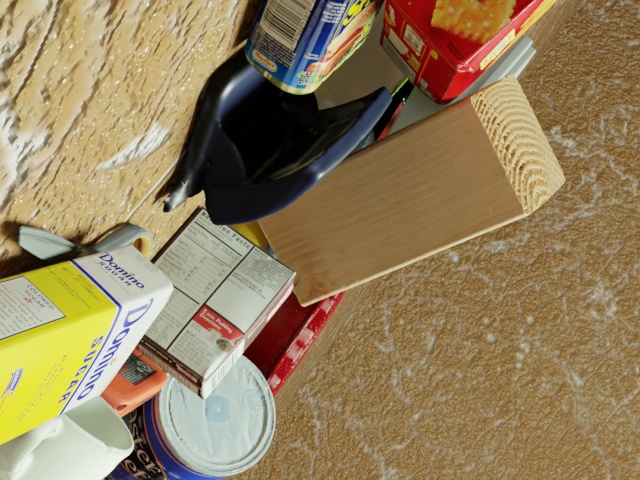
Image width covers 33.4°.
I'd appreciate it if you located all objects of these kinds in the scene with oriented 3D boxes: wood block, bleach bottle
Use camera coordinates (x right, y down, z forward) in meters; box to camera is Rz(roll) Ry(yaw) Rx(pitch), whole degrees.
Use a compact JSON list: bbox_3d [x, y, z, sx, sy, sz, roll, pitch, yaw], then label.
[{"bbox_3d":[0.063,-0.035,0.802,0.206,0.091,0.090,-25,-175,36],"label":"wood block"},{"bbox_3d":[0.060,-0.156,0.815,0.250,0.068,0.103,-49,174,-16],"label":"bleach bottle"}]

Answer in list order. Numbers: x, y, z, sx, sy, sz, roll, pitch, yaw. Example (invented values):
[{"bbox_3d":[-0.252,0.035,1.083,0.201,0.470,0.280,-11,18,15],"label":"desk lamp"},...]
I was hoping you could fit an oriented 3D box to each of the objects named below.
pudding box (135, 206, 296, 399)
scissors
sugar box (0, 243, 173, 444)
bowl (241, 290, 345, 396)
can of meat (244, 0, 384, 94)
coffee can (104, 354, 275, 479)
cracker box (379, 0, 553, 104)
[{"bbox_3d":[-0.085,0.044,0.777,0.113,0.090,0.039,-51,169,-26],"label":"pudding box"},{"bbox_3d":[-0.147,0.027,0.607,0.096,0.016,0.201,-56,172,9],"label":"scissors"},{"bbox_3d":[-0.150,0.059,0.545,0.093,0.048,0.176,-53,166,20],"label":"sugar box"},{"bbox_3d":[-0.036,0.076,0.943,0.162,0.055,0.162,-54,173,-10],"label":"bowl"},{"bbox_3d":[0.004,-0.147,0.639,0.102,0.057,0.084,-48,172,-42],"label":"can of meat"},{"bbox_3d":[-0.115,0.155,0.881,0.141,0.103,0.102,-35,-169,51],"label":"coffee can"},{"bbox_3d":[0.138,-0.184,0.672,0.214,0.072,0.164,-41,178,1],"label":"cracker box"}]
